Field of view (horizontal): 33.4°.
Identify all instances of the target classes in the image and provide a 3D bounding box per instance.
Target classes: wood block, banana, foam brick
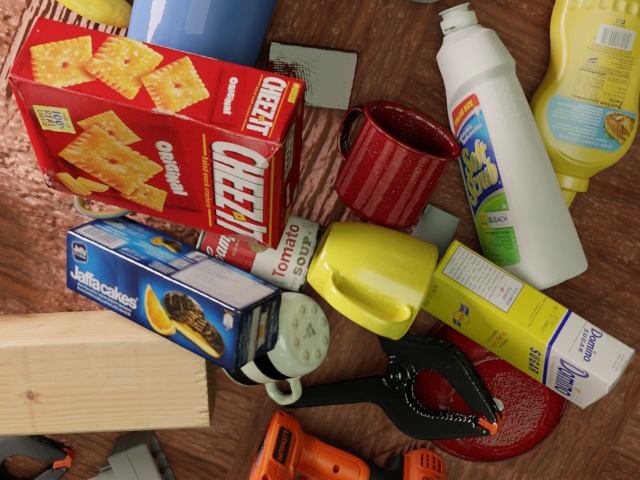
[{"bbox_3d":[-0.202,0.118,0.971,0.206,0.090,0.091,-2,103,-1],"label":"wood block"},{"bbox_3d":[-0.234,-0.260,0.917,0.069,0.037,0.198,-28,101,5],"label":"banana"},{"bbox_3d":[-0.009,-0.145,0.937,0.078,0.053,0.051,7,102,-1],"label":"foam brick"}]

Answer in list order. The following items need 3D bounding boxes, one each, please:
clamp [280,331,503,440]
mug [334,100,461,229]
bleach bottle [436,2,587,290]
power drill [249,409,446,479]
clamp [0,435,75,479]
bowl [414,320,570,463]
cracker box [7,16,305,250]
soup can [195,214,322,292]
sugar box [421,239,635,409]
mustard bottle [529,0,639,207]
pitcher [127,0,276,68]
[{"bbox_3d":[0.064,0.127,0.972,0.210,0.036,0.165,34,105,18],"label":"clamp"},{"bbox_3d":[0.056,-0.071,0.937,0.117,0.093,0.082,43,121,28],"label":"mug"},{"bbox_3d":[0.154,-0.082,0.939,0.068,0.103,0.251,-21,95,-19],"label":"bleach bottle"},{"bbox_3d":[0.028,0.238,0.953,0.187,0.184,0.057,22,120,-6],"label":"power drill"},{"bbox_3d":[-0.320,0.233,1.019,0.171,0.039,0.120,-1,103,-1],"label":"clamp"},{"bbox_3d":[0.162,0.143,0.999,0.162,0.055,0.162,0,102,0],"label":"bowl"},{"bbox_3d":[-0.126,-0.080,0.856,0.214,0.164,0.072,15,62,5],"label":"cracker box"},{"bbox_3d":[-0.056,0.001,0.959,0.102,0.068,0.068,18,101,-5],"label":"soup can"},{"bbox_3d":[0.174,0.075,0.924,0.176,0.093,0.048,34,72,10],"label":"sugar box"},{"bbox_3d":[0.235,-0.120,0.942,0.096,0.058,0.192,11,101,-9],"label":"mustard bottle"},{"bbox_3d":[-0.095,-0.245,0.882,0.144,0.149,0.243,7,108,-36],"label":"pitcher"}]
